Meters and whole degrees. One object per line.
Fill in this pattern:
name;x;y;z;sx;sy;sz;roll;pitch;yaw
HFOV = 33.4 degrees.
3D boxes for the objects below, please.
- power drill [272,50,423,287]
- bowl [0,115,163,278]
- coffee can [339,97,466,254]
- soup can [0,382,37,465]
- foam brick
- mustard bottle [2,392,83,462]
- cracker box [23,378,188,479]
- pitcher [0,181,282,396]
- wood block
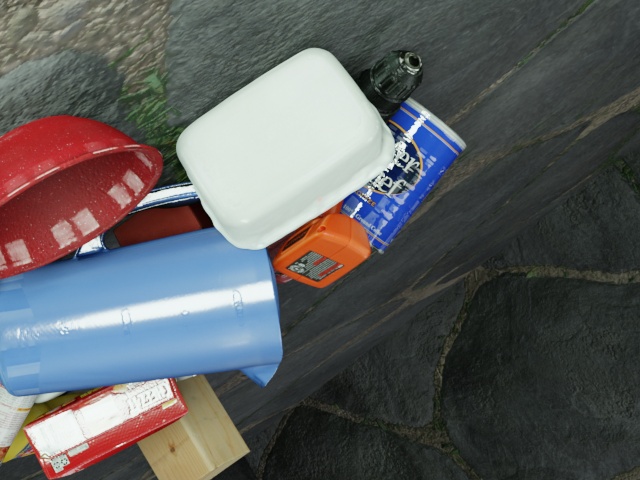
power drill;0.024;-0.063;0.954;0.185;0.057;0.187;-39;-148;55
bowl;-0.192;-0.038;0.738;0.162;0.055;0.162;-32;168;-8
coffee can;0.065;-0.072;1.083;0.140;0.103;0.102;-52;167;4
soup can;-0.335;0.172;1.096;0.102;0.068;0.068;-61;166;2
foam brick;-0.145;-0.007;1.004;0.078;0.051;0.053;-35;169;7
mustard bottle;-0.382;0.248;1.389;0.096;0.058;0.191;-38;167;16
cracker box;-0.240;0.199;1.220;0.164;0.072;0.214;-26;179;-11
pitcher;-0.158;0.052;0.925;0.242;0.149;0.145;-9;140;-7
wood block;-0.198;0.222;1.412;0.091;0.206;0.090;-39;167;29
